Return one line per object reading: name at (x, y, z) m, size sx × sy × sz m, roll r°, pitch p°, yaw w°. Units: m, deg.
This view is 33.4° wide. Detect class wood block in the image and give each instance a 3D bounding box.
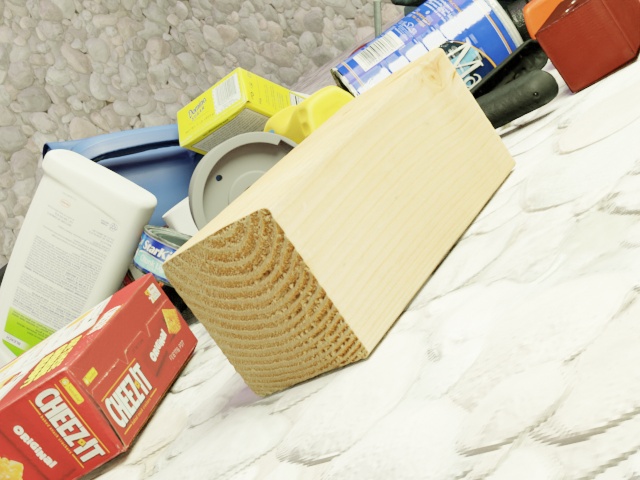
wood block at (0.018, -0.017, 0.603) m, size 0.090 × 0.091 × 0.205 m, roll -27°, pitch 13°, yaw 42°

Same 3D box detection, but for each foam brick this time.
foam brick at (0.192, -0.148, 0.747) m, size 0.053 × 0.051 × 0.078 m, roll -29°, pitch 12°, yaw 35°

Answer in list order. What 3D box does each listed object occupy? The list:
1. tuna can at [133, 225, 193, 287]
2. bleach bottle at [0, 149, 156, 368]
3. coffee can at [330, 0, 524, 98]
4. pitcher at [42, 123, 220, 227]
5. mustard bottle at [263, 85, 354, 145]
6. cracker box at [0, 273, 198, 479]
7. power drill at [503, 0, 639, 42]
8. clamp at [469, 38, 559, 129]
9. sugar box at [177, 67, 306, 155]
tuna can at (-0.111, 0.018, 0.884) m, size 0.086 × 0.086 × 0.034 m, roll -124°, pitch 55°, yaw -80°
bleach bottle at (-0.236, 0.055, 0.912) m, size 0.251 × 0.102 × 0.068 m, roll -62°, pitch -2°, yaw 9°
coffee can at (0.094, -0.146, 0.919) m, size 0.140 × 0.103 × 0.103 m, roll -36°, pitch 10°, yaw 1°
pitcher at (-0.159, -0.064, 1.113) m, size 0.242 × 0.145 × 0.149 m, roll -15°, pitch 20°, yaw -21°
mustard bottle at (-0.006, -0.074, 0.938) m, size 0.058 × 0.096 × 0.192 m, roll -37°, pitch 10°, yaw -17°
cracker box at (-0.201, 0.127, 0.726) m, size 0.214 × 0.072 × 0.164 m, roll -31°, pitch 11°, yaw 18°
power drill at (0.219, -0.209, 0.926) m, size 0.185 × 0.057 × 0.187 m, roll -32°, pitch 11°, yaw 21°
clamp at (0.107, -0.091, 0.804) m, size 0.172 × 0.039 × 0.120 m, roll -31°, pitch 10°, yaw 28°
sugar box at (-0.042, -0.103, 1.040) m, size 0.093 × 0.048 × 0.175 m, roll -28°, pitch -29°, yaw 35°
